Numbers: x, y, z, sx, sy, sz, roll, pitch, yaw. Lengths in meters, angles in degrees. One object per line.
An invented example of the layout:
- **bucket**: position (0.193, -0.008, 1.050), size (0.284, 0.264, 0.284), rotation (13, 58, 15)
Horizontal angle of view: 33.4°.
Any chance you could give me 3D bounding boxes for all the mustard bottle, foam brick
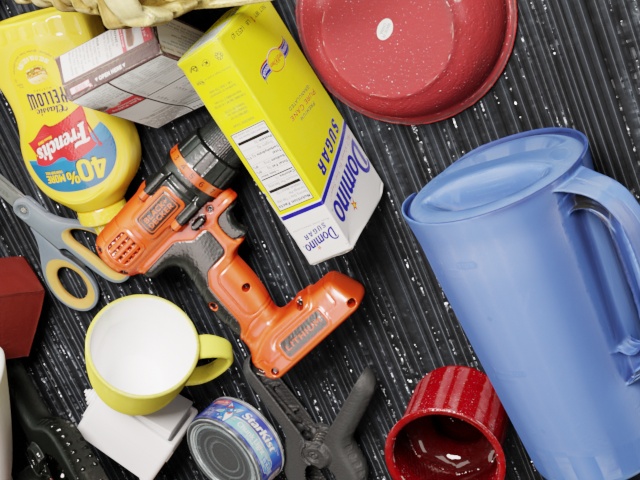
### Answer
- **mustard bottle**: position (-0.195, -0.087, 0.848), size (0.096, 0.058, 0.191), rotation (-10, 111, 17)
- **foam brick**: position (-0.281, 0.061, 0.936), size (0.053, 0.051, 0.078), rotation (46, 127, 38)

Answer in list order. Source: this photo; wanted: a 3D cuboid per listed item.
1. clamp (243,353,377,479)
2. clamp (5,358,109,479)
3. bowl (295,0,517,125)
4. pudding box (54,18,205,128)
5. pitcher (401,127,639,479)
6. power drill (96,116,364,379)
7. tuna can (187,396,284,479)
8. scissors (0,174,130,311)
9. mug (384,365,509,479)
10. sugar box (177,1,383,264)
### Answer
- **clamp**: position (-0.009, 0.168, 0.915), size (0.120, 0.039, 0.171), rotation (16, 121, 27)
- **clamp**: position (-0.243, 0.179, 0.948), size (0.210, 0.036, 0.164), rotation (15, 120, 51)
- **bowl**: position (0.052, -0.150, 0.740), size (0.162, 0.055, 0.162), rotation (7, 115, 15)
- **pudding box**: position (-0.121, -0.122, 0.778), size (0.090, 0.113, 0.039), rotation (-22, 77, 25)
- **pitcher**: position (0.169, 0.052, 0.749), size (0.145, 0.149, 0.243), rotation (-22, 109, 12)
- **power drill**: position (-0.055, 0.001, 0.836), size (0.187, 0.057, 0.185), rotation (45, 106, -6)
- **tuna can**: position (-0.075, 0.180, 0.928), size (0.086, 0.033, 0.086), rotation (23, 131, 29)
- **scissors**: position (-0.254, -0.009, 0.927), size (0.202, 0.016, 0.096), rotation (29, 119, 4)
- **mug**: position (0.101, 0.162, 0.850), size (0.093, 0.081, 0.117), rotation (24, 118, 7)
- **sugar box**: position (-0.023, -0.080, 0.763), size (0.048, 0.093, 0.176), rotation (-24, 112, 33)
